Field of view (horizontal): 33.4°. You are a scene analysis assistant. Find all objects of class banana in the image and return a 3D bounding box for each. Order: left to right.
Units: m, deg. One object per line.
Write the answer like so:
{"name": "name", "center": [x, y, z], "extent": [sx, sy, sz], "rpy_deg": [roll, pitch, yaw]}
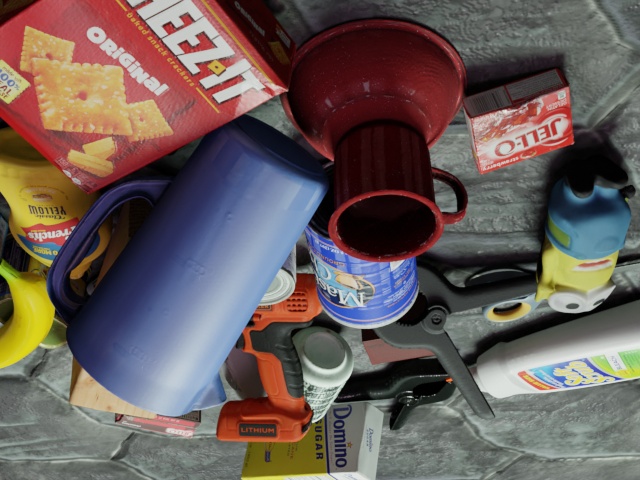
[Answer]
{"name": "banana", "center": [-0.296, 0.080, 1.020], "extent": [0.069, 0.037, 0.198], "rpy_deg": [29, 135, -9]}

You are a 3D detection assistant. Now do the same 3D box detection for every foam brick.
{"name": "foam brick", "center": [0.087, 0.098, 1.178], "extent": [0.078, 0.051, 0.053], "rpy_deg": [-10, 141, 11]}

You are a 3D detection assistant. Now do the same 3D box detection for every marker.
{"name": "marker", "center": [-0.222, 0.038, 1.118], "extent": [0.020, 0.020, 0.121], "rpy_deg": [26, 135, -31]}

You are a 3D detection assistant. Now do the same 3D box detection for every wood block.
{"name": "wood block", "center": [-0.174, 0.064, 1.043], "extent": [0.090, 0.091, 0.206], "rpy_deg": [14, 120, -19]}

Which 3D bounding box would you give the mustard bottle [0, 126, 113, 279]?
{"name": "mustard bottle", "center": [-0.246, -0.026, 1.002], "extent": [0.096, 0.058, 0.192], "rpy_deg": [1, 143, 0]}

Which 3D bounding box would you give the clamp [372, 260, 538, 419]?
{"name": "clamp", "center": [0.122, 0.089, 1.117], "extent": [0.210, 0.164, 0.036], "rpy_deg": [15, -174, -1]}

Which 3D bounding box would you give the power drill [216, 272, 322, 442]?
{"name": "power drill", "center": [-0.082, 0.120, 1.132], "extent": [0.184, 0.057, 0.188], "rpy_deg": [0, 110, 13]}

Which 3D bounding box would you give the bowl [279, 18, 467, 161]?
{"name": "bowl", "center": [0.046, -0.109, 0.904], "extent": [0.162, 0.055, 0.162], "rpy_deg": [0, 142, -1]}

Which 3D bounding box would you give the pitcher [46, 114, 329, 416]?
{"name": "pitcher", "center": [-0.108, 0.012, 0.896], "extent": [0.149, 0.145, 0.243], "rpy_deg": [19, 111, -45]}

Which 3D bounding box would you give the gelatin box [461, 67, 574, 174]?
{"name": "gelatin box", "center": [0.172, -0.102, 0.924], "extent": [0.089, 0.030, 0.073], "rpy_deg": [-18, 140, 3]}

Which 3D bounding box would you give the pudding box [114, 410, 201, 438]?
{"name": "pudding box", "center": [-0.180, 0.160, 1.201], "extent": [0.090, 0.113, 0.039], "rpy_deg": [16, 136, -22]}

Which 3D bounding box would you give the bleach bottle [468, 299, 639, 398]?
{"name": "bleach bottle", "center": [0.285, 0.137, 1.227], "extent": [0.251, 0.068, 0.102], "rpy_deg": [-19, 139, 26]}

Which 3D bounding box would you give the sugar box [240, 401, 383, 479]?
{"name": "sugar box", "center": [-0.011, 0.254, 1.318], "extent": [0.177, 0.093, 0.048], "rpy_deg": [-14, 143, 34]}

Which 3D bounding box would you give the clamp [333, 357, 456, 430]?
{"name": "clamp", "center": [0.096, 0.179, 1.297], "extent": [0.120, 0.039, 0.172], "rpy_deg": [19, 139, -29]}

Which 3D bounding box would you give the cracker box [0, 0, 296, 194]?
{"name": "cracker box", "center": [-0.152, -0.143, 0.823], "extent": [0.214, 0.072, 0.164], "rpy_deg": [-23, 129, 26]}

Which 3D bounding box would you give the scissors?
{"name": "scissors", "center": [0.258, 0.055, 1.156], "extent": [0.202, 0.016, 0.096], "rpy_deg": [-4, 144, 4]}

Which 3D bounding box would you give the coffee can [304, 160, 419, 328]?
{"name": "coffee can", "center": [0.039, 0.004, 1.011], "extent": [0.103, 0.103, 0.140], "rpy_deg": [-5, 142, 5]}

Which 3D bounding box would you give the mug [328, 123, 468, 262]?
{"name": "mug", "center": [0.064, -0.041, 0.878], "extent": [0.117, 0.081, 0.093], "rpy_deg": [3, 142, -5]}

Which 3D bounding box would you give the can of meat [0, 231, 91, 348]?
{"name": "can of meat", "center": [-0.284, 0.050, 1.078], "extent": [0.058, 0.084, 0.102], "rpy_deg": [-22, 138, 25]}
